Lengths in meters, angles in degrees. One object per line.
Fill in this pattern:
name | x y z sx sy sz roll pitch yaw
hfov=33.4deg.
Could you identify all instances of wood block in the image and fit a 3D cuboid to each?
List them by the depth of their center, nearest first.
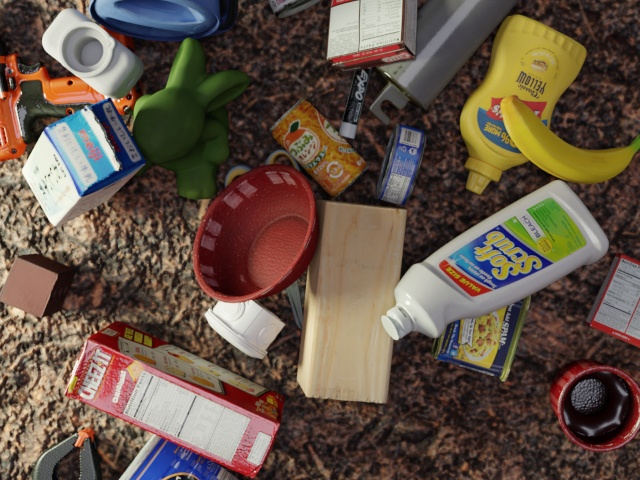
wood block | 0.033 0.063 1.157 0.090 0.091 0.206 6 93 -7

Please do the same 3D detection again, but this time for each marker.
marker | 0.043 -0.173 1.181 0.020 0.020 0.121 14 94 0

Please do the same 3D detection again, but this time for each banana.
banana | 0.264 -0.100 1.145 0.197 0.037 0.069 11 90 -29

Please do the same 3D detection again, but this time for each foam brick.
foam brick | -0.309 0.048 1.172 0.051 0.078 0.053 23 93 1

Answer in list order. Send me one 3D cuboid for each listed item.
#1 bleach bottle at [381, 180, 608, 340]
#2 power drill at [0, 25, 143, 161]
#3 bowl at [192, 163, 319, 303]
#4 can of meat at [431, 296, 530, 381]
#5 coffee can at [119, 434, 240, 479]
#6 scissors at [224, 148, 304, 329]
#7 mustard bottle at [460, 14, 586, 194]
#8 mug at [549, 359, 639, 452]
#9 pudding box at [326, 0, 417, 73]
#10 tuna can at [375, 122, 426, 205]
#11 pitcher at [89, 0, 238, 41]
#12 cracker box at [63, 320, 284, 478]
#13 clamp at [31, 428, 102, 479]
bleach bottle | 0.177 0.036 1.124 0.250 0.068 0.102 -31 79 -18
power drill | -0.297 -0.191 1.169 0.187 0.057 0.184 -11 94 3
bowl | -0.057 0.001 1.135 0.162 0.162 0.055 -50 136 3
can of meat | 0.176 0.094 1.178 0.084 0.057 0.102 16 93 2
coffee can | -0.147 0.282 1.172 0.140 0.103 0.103 38 93 -2
scissors | -0.062 -0.002 1.196 0.096 0.016 0.202 3 94 2
mustard bottle | 0.206 -0.140 1.160 0.096 0.058 0.192 24 94 -12
mug | 0.309 0.179 1.167 0.117 0.081 0.093 16 94 0
pudding box | 0.056 -0.239 1.131 0.090 0.039 0.113 -7 69 27
tuna can | 0.087 -0.082 1.153 0.033 0.086 0.086 15 94 -2
pitcher | -0.156 -0.336 1.113 0.145 0.149 0.243 4 80 -1
cracker box | -0.148 0.166 1.134 0.213 0.164 0.072 24 91 -1
clamp | -0.307 0.291 1.207 0.120 0.039 0.171 15 88 -4
